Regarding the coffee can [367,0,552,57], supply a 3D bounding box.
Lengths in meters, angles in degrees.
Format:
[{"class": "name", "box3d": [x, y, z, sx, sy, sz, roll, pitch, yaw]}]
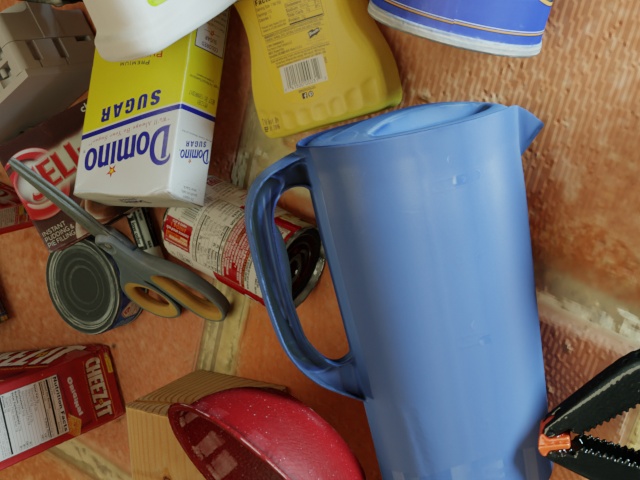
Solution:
[{"class": "coffee can", "box3d": [0.092, -0.184, 0.593, 0.103, 0.102, 0.140, 25, 115, 26]}]

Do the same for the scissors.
[{"class": "scissors", "box3d": [-0.158, 0.008, 0.796, 0.201, 0.016, 0.096, 34, 149, -21]}]

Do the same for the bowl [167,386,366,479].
[{"class": "bowl", "box3d": [-0.023, 0.146, 0.686, 0.162, 0.055, 0.162, 35, 153, 20]}]

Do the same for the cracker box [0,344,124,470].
[{"class": "cracker box", "box3d": [-0.296, 0.145, 0.869, 0.164, 0.213, 0.072, -7, 96, 34]}]

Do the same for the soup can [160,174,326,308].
[{"class": "soup can", "box3d": [-0.055, 0.001, 0.760, 0.102, 0.068, 0.068, 27, 116, 26]}]

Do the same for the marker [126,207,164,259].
[{"class": "marker", "box3d": [-0.150, -0.036, 0.843, 0.020, 0.020, 0.121, -16, 94, 35]}]

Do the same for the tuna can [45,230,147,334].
[{"class": "tuna can", "box3d": [-0.185, 0.033, 0.876, 0.086, 0.033, 0.086, 9, 107, 32]}]

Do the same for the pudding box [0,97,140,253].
[{"class": "pudding box", "box3d": [-0.176, -0.055, 0.812, 0.113, 0.039, 0.090, -28, 91, 2]}]

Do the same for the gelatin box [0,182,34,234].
[{"class": "gelatin box", "box3d": [-0.300, -0.032, 0.912, 0.089, 0.073, 0.030, 22, 112, 28]}]

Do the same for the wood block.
[{"class": "wood block", "box3d": [-0.080, 0.217, 0.820, 0.091, 0.090, 0.206, 6, 106, 33]}]

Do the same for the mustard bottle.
[{"class": "mustard bottle", "box3d": [-0.015, -0.169, 0.694, 0.096, 0.058, 0.191, -12, 96, 30]}]

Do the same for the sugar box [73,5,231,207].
[{"class": "sugar box", "box3d": [-0.117, -0.113, 0.749, 0.093, 0.048, 0.176, 2, 79, 34]}]

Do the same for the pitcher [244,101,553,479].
[{"class": "pitcher", "box3d": [0.061, 0.041, 0.652, 0.149, 0.144, 0.243, -4, 103, 33]}]
